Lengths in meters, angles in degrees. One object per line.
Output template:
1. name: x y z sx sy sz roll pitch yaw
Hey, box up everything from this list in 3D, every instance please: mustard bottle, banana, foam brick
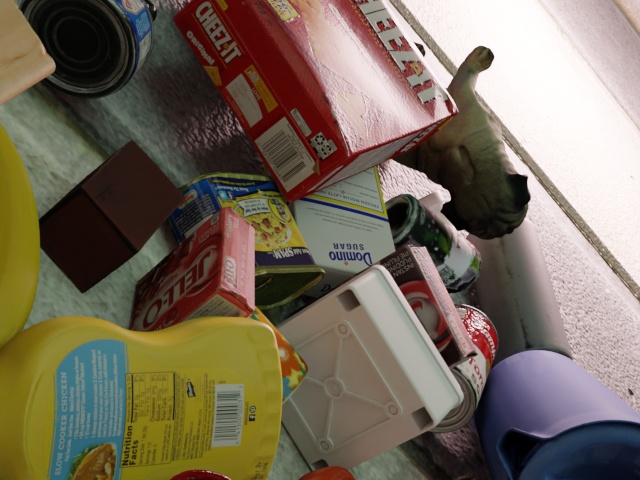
1. mustard bottle: -0.111 0.087 0.540 0.191 0.058 0.096 3 93 -37
2. banana: -0.182 -0.002 0.574 0.069 0.037 0.198 34 36 -36
3. foam brick: -0.130 -0.017 0.657 0.053 0.051 0.078 50 29 -11

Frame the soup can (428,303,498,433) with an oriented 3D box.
1. soup can: 0.105 0.104 0.880 0.068 0.069 0.102 53 29 -8

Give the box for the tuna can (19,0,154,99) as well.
1. tuna can: -0.155 -0.137 0.704 0.086 0.086 0.033 47 32 -17

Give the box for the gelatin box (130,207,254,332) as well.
1. gelatin box: -0.078 0.033 0.643 0.030 0.089 0.073 35 32 -28

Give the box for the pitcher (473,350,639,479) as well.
1. pitcher: 0.195 0.170 0.809 0.243 0.145 0.149 -91 170 -81

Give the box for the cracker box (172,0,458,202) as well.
1. cracker box: 0.006 -0.135 0.843 0.164 0.072 0.213 57 33 3

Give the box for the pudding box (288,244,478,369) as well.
1. pudding box: 0.045 0.068 0.776 0.039 0.114 0.090 3 59 -60

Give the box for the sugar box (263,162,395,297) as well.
1. sugar box: 0.005 -0.033 0.869 0.093 0.048 0.176 14 50 -26

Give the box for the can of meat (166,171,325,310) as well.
1. can of meat: -0.055 0.001 0.750 0.101 0.058 0.084 0 59 -57
